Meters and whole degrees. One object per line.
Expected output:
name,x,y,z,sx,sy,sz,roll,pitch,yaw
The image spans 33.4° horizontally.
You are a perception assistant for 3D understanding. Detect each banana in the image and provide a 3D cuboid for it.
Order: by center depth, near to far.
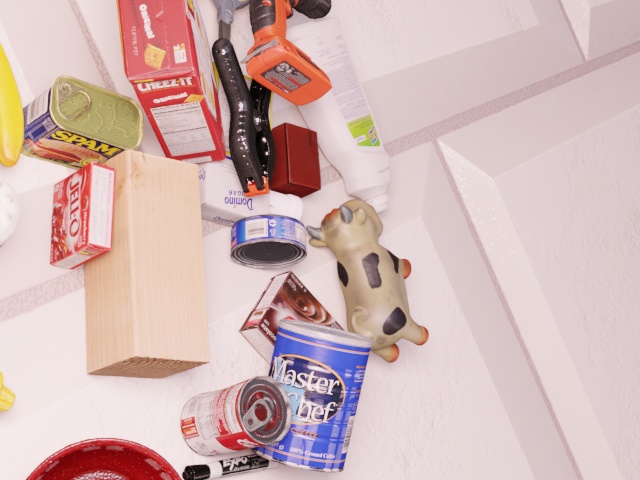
banana,-0.326,-0.164,1.024,0.198,0.037,0.069,65,26,-4

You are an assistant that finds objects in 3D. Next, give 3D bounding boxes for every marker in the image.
marker,-0.094,0.236,1.113,0.120,0.020,0.020,0,75,-43

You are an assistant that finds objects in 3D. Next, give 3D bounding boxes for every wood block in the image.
wood block,-0.176,0.027,1.064,0.090,0.090,0.206,10,67,-41

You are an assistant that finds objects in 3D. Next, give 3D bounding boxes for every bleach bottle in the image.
bleach bottle,0.023,-0.150,1.344,0.102,0.068,0.251,-27,96,-45

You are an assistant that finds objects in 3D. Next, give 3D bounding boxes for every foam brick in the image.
foam brick,-0.037,-0.093,1.271,0.052,0.051,0.078,12,67,-42

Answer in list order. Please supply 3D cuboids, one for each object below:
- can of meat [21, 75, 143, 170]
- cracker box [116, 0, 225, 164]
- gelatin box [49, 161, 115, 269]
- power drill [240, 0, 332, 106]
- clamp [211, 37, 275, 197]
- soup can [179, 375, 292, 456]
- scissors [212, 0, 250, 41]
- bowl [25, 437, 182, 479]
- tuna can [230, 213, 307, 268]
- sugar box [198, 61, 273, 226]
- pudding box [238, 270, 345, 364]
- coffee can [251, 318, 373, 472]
can of meat,-0.242,-0.112,1.058,0.101,0.084,0.057,16,64,-39
cracker box,-0.153,-0.191,1.088,0.072,0.213,0.164,-10,71,0
gelatin box,-0.233,-0.024,1.041,0.030,0.073,0.089,15,64,-40
power drill,-0.038,-0.248,1.208,0.184,0.057,0.187,24,46,-48
clamp,-0.082,-0.137,1.170,0.120,0.039,0.171,22,60,-57
soup can,-0.087,0.179,1.081,0.068,0.102,0.068,18,63,-39
scissors,-0.126,-0.278,1.255,0.096,0.016,0.201,37,39,-18
bowl,-0.197,0.254,0.955,0.162,0.055,0.162,1,87,-16
tuna can,-0.058,0.001,1.190,0.086,0.086,0.034,17,61,-39
sugar box,-0.102,-0.105,1.219,0.093,0.048,0.176,19,66,-38
pudding box,-0.029,0.105,1.211,0.113,0.039,0.090,48,48,-20
coffee can,-0.009,0.162,1.129,0.102,0.103,0.140,13,90,-40
